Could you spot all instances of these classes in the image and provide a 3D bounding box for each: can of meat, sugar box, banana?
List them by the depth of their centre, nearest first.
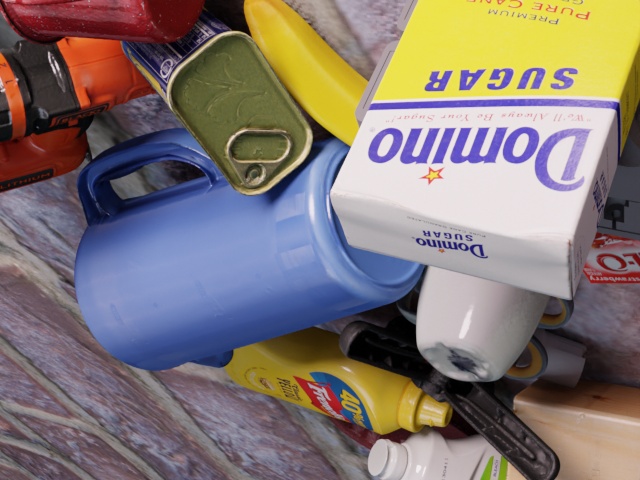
[{"bbox_3d":[0.080,-0.070,0.422,0.093,0.176,0.048,13,152,23],"label":"sugar box"},{"bbox_3d":[-0.061,-0.087,0.613,0.084,0.057,0.102,45,174,46],"label":"can of meat"},{"bbox_3d":[0.038,-0.075,0.613,0.197,0.037,0.070,27,135,-7],"label":"banana"}]

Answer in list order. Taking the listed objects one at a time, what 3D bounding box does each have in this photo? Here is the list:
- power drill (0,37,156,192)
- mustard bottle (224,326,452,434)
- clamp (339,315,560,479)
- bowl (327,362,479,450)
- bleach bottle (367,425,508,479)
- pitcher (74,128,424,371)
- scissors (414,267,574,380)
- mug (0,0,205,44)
[{"bbox_3d":[-0.200,-0.075,0.685,0.188,0.184,0.057,-21,88,64],"label":"power drill"},{"bbox_3d":[0.015,0.109,0.850,0.192,0.058,0.096,15,147,26],"label":"mustard bottle"},{"bbox_3d":[0.095,0.101,0.763,0.164,0.036,0.210,36,-173,6],"label":"clamp"},{"bbox_3d":[0.086,0.155,0.970,0.162,0.055,0.162,20,153,10],"label":"bowl"},{"bbox_3d":[0.154,0.200,0.880,0.250,0.102,0.068,20,160,-22],"label":"bleach bottle"},{"bbox_3d":[-0.055,0.001,0.722,0.149,0.145,0.243,12,159,-43],"label":"pitcher"},{"bbox_3d":[0.087,0.049,0.781,0.202,0.016,0.096,7,118,30],"label":"scissors"},{"bbox_3d":[-0.113,-0.140,0.537,0.082,0.117,0.093,8,116,20],"label":"mug"}]
